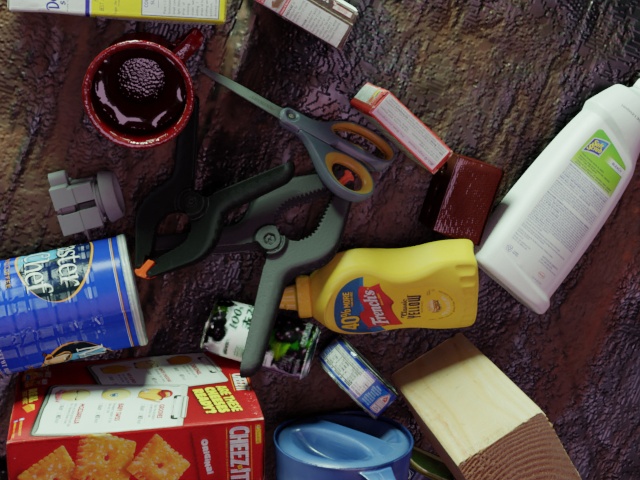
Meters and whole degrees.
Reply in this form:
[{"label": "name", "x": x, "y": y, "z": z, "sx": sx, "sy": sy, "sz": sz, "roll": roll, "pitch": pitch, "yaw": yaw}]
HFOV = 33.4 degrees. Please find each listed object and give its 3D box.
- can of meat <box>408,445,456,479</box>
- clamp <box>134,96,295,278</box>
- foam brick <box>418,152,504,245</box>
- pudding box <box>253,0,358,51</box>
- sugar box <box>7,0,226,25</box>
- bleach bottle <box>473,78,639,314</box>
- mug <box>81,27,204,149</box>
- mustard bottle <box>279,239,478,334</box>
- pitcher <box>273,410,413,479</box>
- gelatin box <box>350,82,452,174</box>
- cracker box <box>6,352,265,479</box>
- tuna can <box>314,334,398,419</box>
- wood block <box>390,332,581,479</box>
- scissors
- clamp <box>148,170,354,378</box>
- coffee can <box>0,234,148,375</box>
[{"label": "can of meat", "x": 0.111, "y": 0.272, "z": 1.109, "sx": 0.102, "sy": 0.057, "sz": 0.084, "roll": 26, "pitch": 100, "yaw": -16}, {"label": "clamp", "x": -0.104, "y": -0.033, "z": 0.967, "sx": 0.120, "sy": 0.039, "sz": 0.171, "roll": 26, "pitch": 88, "yaw": 9}, {"label": "foam brick", "x": 0.135, "y": -0.043, "z": 1.035, "sx": 0.051, "sy": 0.053, "sz": 0.078, "roll": 15, "pitch": 100, "yaw": -15}, {"label": "pudding box", "x": -0.021, "y": -0.208, "z": 0.927, "sx": 0.090, "sy": 0.113, "sz": 0.039, "roll": 26, "pitch": 100, "yaw": -17}, {"label": "sugar box", "x": -0.172, "y": -0.210, "z": 0.904, "sx": 0.176, "sy": 0.093, "sz": 0.048, "roll": 3, "pitch": 101, "yaw": -13}, {"label": "bleach bottle", "x": 0.257, "y": -0.054, "z": 1.053, "sx": 0.102, "sy": 0.068, "sz": 0.251, "roll": 39, "pitch": 91, "yaw": -19}, {"label": "mug", "x": -0.147, "y": -0.143, "z": 0.926, "sx": 0.117, "sy": 0.081, "sz": 0.093, "roll": -43, "pitch": 109, "yaw": 10}, {"label": "mustard bottle", "x": 0.053, "y": 0.048, "z": 1.025, "sx": 0.191, "sy": 0.058, "sz": 0.096, "roll": -4, "pitch": 136, "yaw": 1}, {"label": "pitcher", "x": 0.023, "y": 0.299, "z": 1.028, "sx": 0.145, "sy": 0.149, "sz": 0.243, "roll": 5, "pitch": 104, "yaw": 17}, {"label": "gelatin box", "x": 0.075, "y": -0.106, "z": 0.994, "sx": 0.089, "sy": 0.073, "sz": 0.030, "roll": 40, "pitch": 93, "yaw": -18}, {"label": "cracker box", "x": -0.167, "y": 0.166, "z": 0.965, "sx": 0.213, "sy": 0.164, "sz": 0.072, "roll": -3, "pitch": 106, "yaw": -11}, {"label": "tuna can", "x": 0.036, "y": 0.132, "z": 1.041, "sx": 0.034, "sy": 0.086, "sz": 0.086, "roll": -45, "pitch": 109, "yaw": 0}, {"label": "wood block", "x": 0.151, "y": 0.177, "z": 1.013, "sx": 0.090, "sy": 0.206, "sz": 0.091, "roll": -32, "pitch": 109, "yaw": -3}, {"label": "scissors", "x": -0.023, "y": -0.094, "z": 0.979, "sx": 0.201, "sy": 0.096, "sz": 0.016, "roll": 17, "pitch": 142, "yaw": -17}, {"label": "clamp", "x": -0.057, "y": 0.001, "z": 0.995, "sx": 0.164, "sy": 0.036, "sz": 0.210, "roll": 41, "pitch": 78, "yaw": 12}, {"label": "coffee can", "x": -0.234, "y": 0.058, "z": 0.955, "sx": 0.140, "sy": 0.103, "sz": 0.103, "roll": -12, "pitch": 106, "yaw": -9}]
